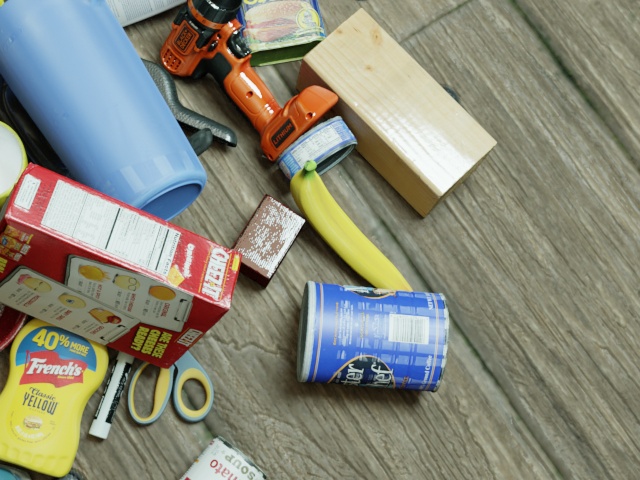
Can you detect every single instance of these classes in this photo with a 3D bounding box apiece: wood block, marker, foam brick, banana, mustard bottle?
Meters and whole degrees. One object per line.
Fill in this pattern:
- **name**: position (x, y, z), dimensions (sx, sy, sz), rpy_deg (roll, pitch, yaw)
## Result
- **wood block**: position (0.078, -0.136, 1.154), dimensions (0.090, 0.091, 0.206), rpy_deg (-43, 84, -14)
- **marker**: position (-0.207, 0.142, 1.090), dimensions (0.020, 0.020, 0.121), rpy_deg (18, 75, -1)
- **foam brick**: position (-0.057, 0.001, 1.125), dimensions (0.051, 0.053, 0.078), rpy_deg (31, 76, 2)
- **banana**: position (0.024, -0.008, 1.117), dimensions (0.037, 0.070, 0.197), rpy_deg (-44, 115, -8)
- **mustard bottle**: position (-0.266, 0.132, 1.066), dimensions (0.096, 0.058, 0.191), rpy_deg (19, 74, -4)

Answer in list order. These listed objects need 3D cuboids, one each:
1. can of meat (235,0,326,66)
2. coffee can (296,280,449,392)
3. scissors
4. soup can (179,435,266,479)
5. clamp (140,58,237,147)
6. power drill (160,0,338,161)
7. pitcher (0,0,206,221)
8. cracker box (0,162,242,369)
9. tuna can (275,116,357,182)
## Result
- **can of meat**: position (-0.048, -0.245, 1.186), dimensions (0.102, 0.057, 0.084), rpy_deg (-11, 80, -9)
- **coffee can**: position (0.051, 0.098, 1.086), dimensions (0.140, 0.103, 0.103), rpy_deg (5, 75, -5)
- **scissors**: position (-0.137, 0.101, 1.110), dimensions (0.096, 0.016, 0.201), rpy_deg (21, 75, -2)
- **soup can**: position (-0.109, 0.252, 1.048), dimensions (0.068, 0.068, 0.102), rpy_deg (39, 74, 4)
- **clamp**: position (-0.171, -0.139, 1.154), dimensions (0.120, 0.039, 0.171), rpy_deg (-25, 83, -11)
- **power drill**: position (-0.071, -0.188, 1.115), dimensions (0.187, 0.185, 0.057), rpy_deg (47, 52, 0)
- **pitcher**: position (-0.223, -0.123, 1.052), dimensions (0.145, 0.149, 0.243), rpy_deg (-31, 79, -15)
- **cracker box**: position (-0.203, 0.028, 0.997), dimensions (0.213, 0.164, 0.072), rpy_deg (24, 55, -17)
- **tuna can**: position (-0.004, -0.093, 1.137), dimensions (0.086, 0.086, 0.034), rpy_deg (-33, 84, -13)
